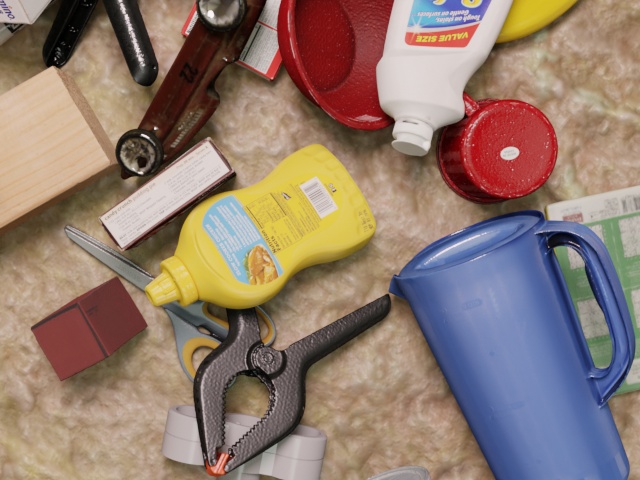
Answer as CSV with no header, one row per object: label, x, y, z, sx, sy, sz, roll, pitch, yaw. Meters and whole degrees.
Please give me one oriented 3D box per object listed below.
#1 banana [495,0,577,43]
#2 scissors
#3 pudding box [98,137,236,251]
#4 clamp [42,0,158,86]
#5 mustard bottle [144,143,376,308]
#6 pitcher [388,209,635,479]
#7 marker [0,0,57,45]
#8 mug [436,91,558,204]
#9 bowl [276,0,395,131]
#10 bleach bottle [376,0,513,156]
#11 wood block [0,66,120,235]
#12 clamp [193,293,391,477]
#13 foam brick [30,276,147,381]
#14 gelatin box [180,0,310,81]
banana,0.192,-0.224,0.913,0.198,0.037,0.069,-33,95,-1
scissors,-0.139,0.064,0.920,0.201,0.016,0.096,19,90,-5
pudding box,-0.124,-0.037,0.878,0.113,0.090,0.039,-38,94,-1
clamp,-0.184,-0.210,0.860,0.120,0.039,0.171,3,100,28
mustard bottle,-0.056,0.001,0.870,0.191,0.058,0.096,-29,78,-21
pitcher,0.174,0.102,0.883,0.145,0.149,0.243,-26,98,-13
marker,-0.228,-0.208,0.897,0.121,0.020,0.020,-38,95,-1
mug,0.143,-0.085,0.896,0.093,0.081,0.117,-38,95,-1
bowl,0.017,-0.168,0.874,0.161,0.055,0.162,1,88,-43
bleach bottle,0.111,-0.186,0.862,0.102,0.068,0.251,16,76,0
wood block,-0.276,-0.049,0.868,0.206,0.091,0.090,-30,95,-2
clamp,-0.054,0.092,0.890,0.164,0.036,0.210,31,69,-1
foam brick,-0.190,0.071,0.882,0.051,0.078,0.053,-28,95,20
gelatin box,-0.063,-0.187,0.903,0.089,0.030,0.073,26,93,-5
